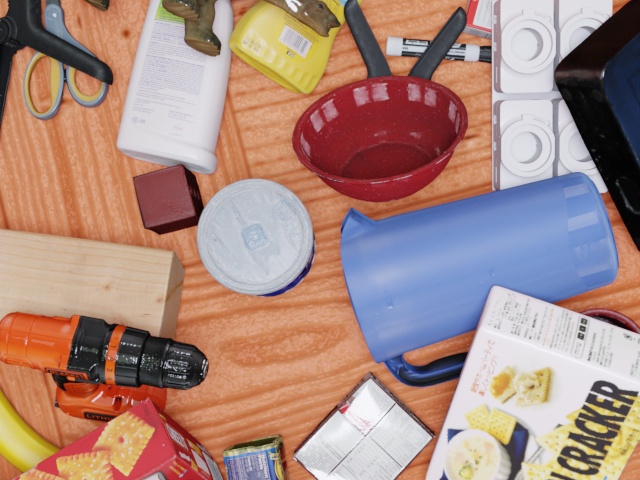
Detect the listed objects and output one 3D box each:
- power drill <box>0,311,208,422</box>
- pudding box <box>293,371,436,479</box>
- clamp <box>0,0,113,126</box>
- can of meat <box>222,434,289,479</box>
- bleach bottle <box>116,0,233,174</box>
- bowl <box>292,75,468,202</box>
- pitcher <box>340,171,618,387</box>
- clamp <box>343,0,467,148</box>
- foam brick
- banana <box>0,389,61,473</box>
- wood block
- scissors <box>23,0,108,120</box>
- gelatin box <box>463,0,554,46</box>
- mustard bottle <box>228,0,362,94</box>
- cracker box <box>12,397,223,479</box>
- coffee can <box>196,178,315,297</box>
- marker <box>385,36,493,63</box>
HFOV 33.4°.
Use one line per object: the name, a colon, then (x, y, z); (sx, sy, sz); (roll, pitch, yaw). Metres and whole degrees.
power drill: (-0.187, 0.121, 0.972); (0.184, 0.188, 0.057); (11, 66, 3)
pudding box: (0.042, 0.199, 1.039); (0.090, 0.039, 0.113); (44, 90, 3)
clamp: (-0.317, -0.194, 1.065); (0.165, 0.036, 0.210); (-35, 76, 11)
can of meat: (-0.057, 0.232, 1.007); (0.057, 0.102, 0.084); (-11, 84, 1)
bleach bottle: (-0.126, -0.199, 1.058); (0.102, 0.068, 0.251); (13, 84, 3)
bowl: (0.057, -0.085, 0.985); (0.162, 0.055, 0.162); (-8, 41, 6)
pitcher: (0.146, 0.030, 0.992); (0.243, 0.149, 0.145); (-16, 60, 7)
clamp: (0.087, -0.156, 1.050); (0.120, 0.039, 0.171); (-3, 101, 3)
foam brick: (-0.146, -0.039, 1.039); (0.051, 0.078, 0.053); (-14, 86, 1)
banana: (-0.286, 0.189, 1.047); (0.198, 0.037, 0.069); (33, 84, 4)
wood block: (-0.243, 0.048, 1.022); (0.206, 0.091, 0.090); (7, 76, 2)
scissors: (-0.252, -0.219, 1.083); (0.096, 0.016, 0.202); (9, 87, 5)
gelatin box: (0.193, -0.235, 1.069); (0.089, 0.030, 0.073); (15, 86, -1)
mustard bottle: (-0.006, -0.248, 1.053); (0.096, 0.058, 0.191); (31, 86, -26)
cracker box: (-0.208, 0.244, 0.975); (0.213, 0.164, 0.072); (-30, 61, -1)
coffee can: (-0.057, 0.001, 1.002); (0.103, 0.140, 0.103); (0, 86, 1)
marker: (0.127, -0.191, 1.072); (0.121, 0.020, 0.020); (5, 86, 2)
